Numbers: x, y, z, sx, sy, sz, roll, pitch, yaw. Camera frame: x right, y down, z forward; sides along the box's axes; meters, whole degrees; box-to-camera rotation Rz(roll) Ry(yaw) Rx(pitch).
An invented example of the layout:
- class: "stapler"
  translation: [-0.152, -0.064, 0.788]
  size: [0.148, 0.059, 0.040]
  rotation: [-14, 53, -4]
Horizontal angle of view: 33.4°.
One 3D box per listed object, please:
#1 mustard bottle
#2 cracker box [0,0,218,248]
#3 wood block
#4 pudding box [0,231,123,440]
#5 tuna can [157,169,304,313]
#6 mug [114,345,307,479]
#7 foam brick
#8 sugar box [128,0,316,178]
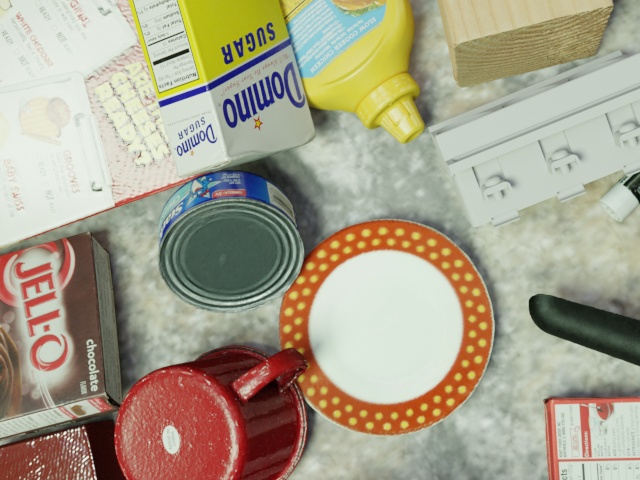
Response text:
- class: "mustard bottle"
  translation: [0.002, -0.139, 0.658]
  size: [0.096, 0.058, 0.192]
  rotation: [-37, 78, 10]
- class: "cracker box"
  translation: [-0.182, -0.086, 0.656]
  size: [0.214, 0.072, 0.164]
  rotation: [-20, 99, 5]
- class: "wood block"
  translation: [0.101, -0.209, 0.637]
  size: [0.090, 0.090, 0.206]
  rotation: [-13, 81, 7]
- class: "pudding box"
  translation: [-0.172, 0.059, 0.655]
  size: [0.090, 0.039, 0.113]
  rotation: [-16, 65, 7]
- class: "tuna can"
  translation: [-0.054, 0.001, 0.636]
  size: [0.086, 0.086, 0.034]
  rotation: [-19, 39, 6]
- class: "mug"
  translation: [-0.056, 0.102, 0.610]
  size: [0.117, 0.081, 0.093]
  rotation: [-39, 76, 15]
- class: "foam brick"
  translation: [-0.163, 0.143, 0.648]
  size: [0.078, 0.053, 0.051]
  rotation: [-15, 80, 6]
- class: "sugar box"
  translation: [-0.063, -0.130, 0.607]
  size: [0.048, 0.093, 0.176]
  rotation: [-16, 94, 35]
